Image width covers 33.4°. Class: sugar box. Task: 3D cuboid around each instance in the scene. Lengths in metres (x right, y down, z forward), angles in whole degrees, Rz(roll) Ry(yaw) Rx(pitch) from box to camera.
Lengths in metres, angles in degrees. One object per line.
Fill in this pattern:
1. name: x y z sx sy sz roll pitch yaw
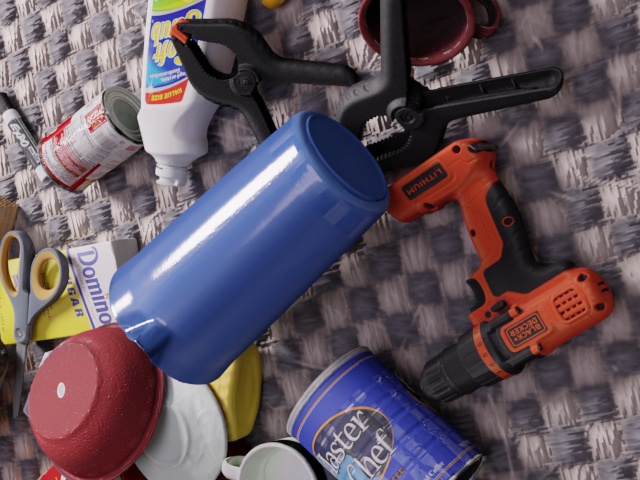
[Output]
1. sugar box: -0.266 0.055 1.125 0.177 0.048 0.093 -11 89 32

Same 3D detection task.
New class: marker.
1. marker: -0.324 -0.114 1.160 0.020 0.020 0.121 -43 73 26

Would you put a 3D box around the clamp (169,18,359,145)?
1. clamp: -0.064 -0.136 0.966 0.171 0.039 0.120 27 107 0

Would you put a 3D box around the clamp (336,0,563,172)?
1. clamp: 0.085 -0.112 0.879 0.164 0.036 0.210 24 140 -11

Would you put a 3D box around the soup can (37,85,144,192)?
1. soup can: -0.227 -0.102 1.076 0.102 0.068 0.068 -31 78 28

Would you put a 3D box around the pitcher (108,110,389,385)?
1. pitcher: -0.056 0.001 0.916 0.243 0.144 0.149 -42 46 26

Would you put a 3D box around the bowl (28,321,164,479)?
1. bowl: -0.226 0.149 1.018 0.162 0.055 0.162 -15 62 31

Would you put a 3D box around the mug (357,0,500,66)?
1. mug: 0.092 -0.199 0.865 0.117 0.081 0.093 16 143 -9

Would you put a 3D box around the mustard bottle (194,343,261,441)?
1. mustard bottle: -0.151 0.132 1.055 0.192 0.058 0.096 8 100 30

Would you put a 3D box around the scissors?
1. scissors: -0.295 0.089 1.109 0.096 0.016 0.202 -2 96 29

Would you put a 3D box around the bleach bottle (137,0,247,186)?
1. bleach bottle: -0.121 -0.174 1.012 0.103 0.067 0.251 16 104 30

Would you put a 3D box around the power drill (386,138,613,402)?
1. power drill: 0.124 0.024 0.888 0.185 0.057 0.188 -35 78 28

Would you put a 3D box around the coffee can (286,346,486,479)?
1. coffee can: 0.055 0.174 0.911 0.140 0.102 0.103 41 112 21
